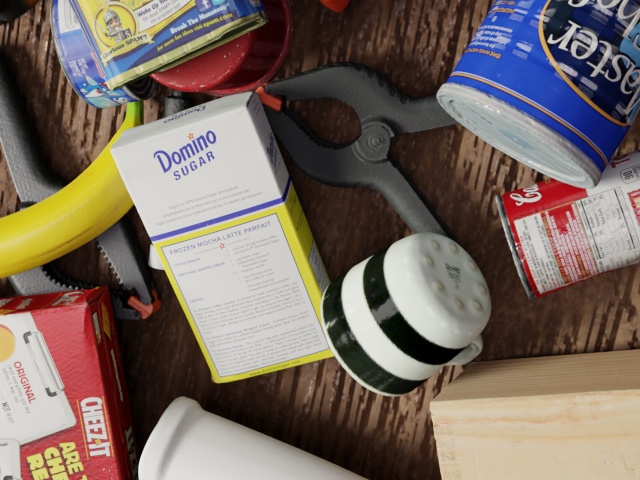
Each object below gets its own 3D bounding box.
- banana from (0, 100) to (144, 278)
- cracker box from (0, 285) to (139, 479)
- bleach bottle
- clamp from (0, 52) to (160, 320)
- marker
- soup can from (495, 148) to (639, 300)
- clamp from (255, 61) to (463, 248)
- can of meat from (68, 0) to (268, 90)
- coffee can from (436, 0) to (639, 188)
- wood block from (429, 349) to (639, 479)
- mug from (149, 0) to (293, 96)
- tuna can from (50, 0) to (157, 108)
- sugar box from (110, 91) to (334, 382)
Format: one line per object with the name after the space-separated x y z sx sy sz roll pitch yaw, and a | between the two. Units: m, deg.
-0.182 -0.017 0.690 0.197 0.037 0.070 -33 61 -8 | banana
-0.234 0.125 0.696 0.213 0.072 0.164 -8 100 3 | cracker box
0.011 0.183 0.685 0.251 0.068 0.102 16 138 13 | bleach bottle
-0.193 -0.021 0.726 0.210 0.036 0.164 29 97 2 | clamp
-0.100 -0.041 0.713 0.020 0.020 0.121 9 101 9 | marker
0.165 -0.011 0.643 0.102 0.068 0.068 -19 96 13 | soup can
0.039 -0.054 0.675 0.171 0.039 0.120 13 97 6 | clamp
-0.089 -0.140 0.589 0.102 0.057 0.084 -22 98 14 | can of meat
0.144 -0.114 0.595 0.103 0.103 0.140 31 90 4 | coffee can
0.181 0.118 0.627 0.206 0.090 0.090 -8 96 26 | wood block
-0.068 -0.145 0.657 0.093 0.081 0.117 10 102 9 | mug
-0.135 -0.127 0.671 0.034 0.086 0.086 -10 98 14 | tuna can
-0.054 0.001 0.679 0.093 0.048 0.176 -15 110 12 | sugar box
